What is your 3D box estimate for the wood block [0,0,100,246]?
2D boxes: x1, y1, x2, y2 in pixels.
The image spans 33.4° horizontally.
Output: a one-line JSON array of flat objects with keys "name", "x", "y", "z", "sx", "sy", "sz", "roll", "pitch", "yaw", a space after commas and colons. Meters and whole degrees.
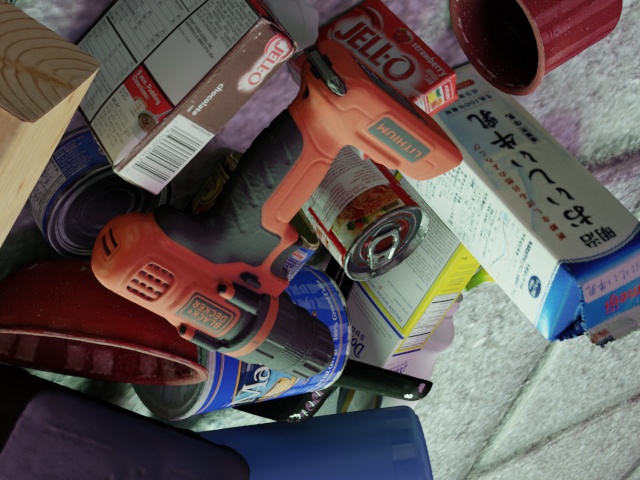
[{"name": "wood block", "x": -0.201, "y": -0.015, "z": 0.511, "sx": 0.206, "sy": 0.091, "sz": 0.090, "roll": -53, "pitch": -172, "yaw": 26}]

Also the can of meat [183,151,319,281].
[{"name": "can of meat", "x": -0.055, "y": 0.001, "z": 0.707, "sx": 0.057, "sy": 0.102, "sz": 0.084, "roll": 27, "pitch": 110, "yaw": -39}]

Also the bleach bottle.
[{"name": "bleach bottle", "x": 0.057, "y": 0.142, "z": 1.021, "sx": 0.068, "sy": 0.102, "sz": 0.251, "roll": 18, "pitch": 122, "yaw": -29}]

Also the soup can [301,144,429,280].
[{"name": "soup can", "x": 0.019, "y": -0.031, "z": 0.739, "sx": 0.068, "sy": 0.102, "sz": 0.068, "roll": -27, "pitch": 148, "yaw": -18}]

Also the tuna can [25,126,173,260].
[{"name": "tuna can", "x": -0.134, "y": -0.028, "z": 0.651, "sx": 0.086, "sy": 0.034, "sz": 0.086, "roll": -27, "pitch": 148, "yaw": -18}]

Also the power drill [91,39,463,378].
[{"name": "power drill", "x": -0.010, "y": -0.008, "z": 0.615, "sx": 0.188, "sy": 0.057, "sz": 0.184, "roll": -46, "pitch": 133, "yaw": 13}]

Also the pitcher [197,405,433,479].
[{"name": "pitcher", "x": -0.026, "y": 0.225, "z": 0.932, "sx": 0.243, "sy": 0.145, "sz": 0.149, "roll": -10, "pitch": 168, "yaw": -1}]

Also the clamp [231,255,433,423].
[{"name": "clamp", "x": -0.004, "y": 0.080, "z": 0.878, "sx": 0.036, "sy": 0.164, "sz": 0.210, "roll": 15, "pitch": 146, "yaw": -42}]

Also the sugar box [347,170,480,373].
[{"name": "sugar box", "x": 0.067, "y": 0.030, "z": 0.886, "sx": 0.048, "sy": 0.093, "sz": 0.176, "roll": -9, "pitch": 140, "yaw": -40}]

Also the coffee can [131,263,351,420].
[{"name": "coffee can", "x": -0.061, "y": 0.072, "z": 0.798, "sx": 0.140, "sy": 0.103, "sz": 0.103, "roll": -4, "pitch": 136, "yaw": -44}]

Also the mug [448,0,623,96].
[{"name": "mug", "x": 0.143, "y": -0.155, "z": 0.728, "sx": 0.081, "sy": 0.093, "sz": 0.117, "roll": -32, "pitch": -179, "yaw": -19}]

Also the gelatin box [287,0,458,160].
[{"name": "gelatin box", "x": 0.030, "y": -0.104, "z": 0.665, "sx": 0.073, "sy": 0.089, "sz": 0.030, "roll": -33, "pitch": 148, "yaw": -8}]

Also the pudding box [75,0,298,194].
[{"name": "pudding box", "x": -0.078, "y": -0.096, "z": 0.561, "sx": 0.113, "sy": 0.090, "sz": 0.039, "roll": -43, "pitch": 147, "yaw": 11}]

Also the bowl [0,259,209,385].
[{"name": "bowl", "x": -0.147, "y": 0.051, "z": 0.679, "sx": 0.162, "sy": 0.055, "sz": 0.162, "roll": 6, "pitch": 164, "yaw": 2}]
